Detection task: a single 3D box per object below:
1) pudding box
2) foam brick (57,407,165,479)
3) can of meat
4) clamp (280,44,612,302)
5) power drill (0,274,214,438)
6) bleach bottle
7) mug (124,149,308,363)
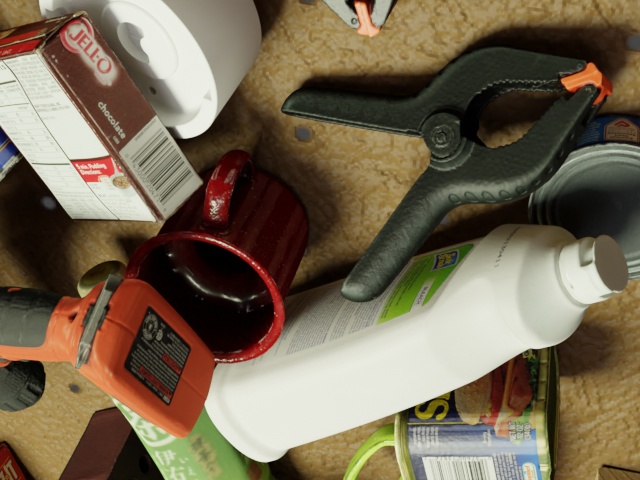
[{"bbox_3d":[-0.127,-0.061,0.559,0.090,0.039,0.113,3,133,47],"label":"pudding box"},{"bbox_3d":[-0.145,0.164,0.765,0.051,0.078,0.053,-16,121,27],"label":"foam brick"},{"bbox_3d":[0.094,0.097,0.623,0.084,0.102,0.057,-4,125,18],"label":"can of meat"},{"bbox_3d":[0.059,-0.057,0.546,0.172,0.039,0.120,-31,81,18],"label":"clamp"},{"bbox_3d":[-0.158,0.063,0.599,0.188,0.057,0.184,5,154,24],"label":"power drill"},{"bbox_3d":[0.048,0.051,0.577,0.251,0.102,0.068,-23,117,44],"label":"bleach bottle"},{"bbox_3d":[-0.054,0.001,0.610,0.093,0.081,0.117,11,128,9],"label":"mug"}]
